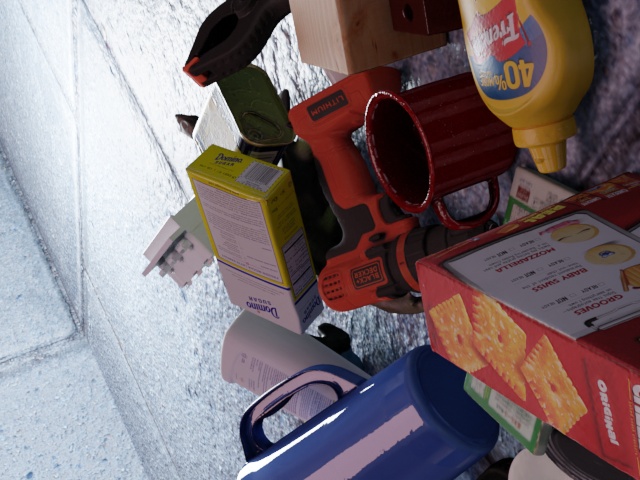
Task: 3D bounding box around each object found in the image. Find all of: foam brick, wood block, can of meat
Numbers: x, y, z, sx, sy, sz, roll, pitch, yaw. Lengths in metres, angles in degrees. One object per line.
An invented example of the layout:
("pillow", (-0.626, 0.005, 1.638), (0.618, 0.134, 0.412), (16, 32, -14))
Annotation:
("foam brick", (0.079, -0.189, 0.755), (0.053, 0.051, 0.078), (29, 135, 60))
("wood block", (0.022, -0.239, 0.796), (0.091, 0.090, 0.206), (30, 136, 59))
("can of meat", (-0.074, -0.100, 0.997), (0.102, 0.057, 0.084), (63, 144, 28))

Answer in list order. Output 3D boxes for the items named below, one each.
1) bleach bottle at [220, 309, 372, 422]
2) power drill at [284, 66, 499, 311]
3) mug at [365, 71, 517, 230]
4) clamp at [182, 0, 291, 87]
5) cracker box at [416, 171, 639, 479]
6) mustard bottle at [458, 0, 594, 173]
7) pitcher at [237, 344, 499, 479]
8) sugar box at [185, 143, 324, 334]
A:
("bleach bottle", (0.017, 0.162, 1.083), (0.251, 0.068, 0.103), (30, 146, 16))
("power drill", (0.053, -0.045, 0.886), (0.185, 0.057, 0.187), (-21, 80, 40))
("mug", (0.095, -0.065, 0.783), (0.117, 0.081, 0.093), (68, 158, 6))
("clamp", (-0.051, -0.204, 0.946), (0.039, 0.171, 0.120), (36, 178, -37))
("cracker box", (0.177, 0.040, 0.567), (0.214, 0.164, 0.072), (30, 138, 59))
("mustard bottle", (0.128, -0.136, 0.676), (0.096, 0.058, 0.191), (8, 116, 61))
("pitcher", (0.036, 0.190, 0.965), (0.243, 0.149, 0.145), (-43, 31, 33))
("sugar box", (-0.056, 0.001, 0.974), (0.093, 0.048, 0.176), (22, 146, 31))
